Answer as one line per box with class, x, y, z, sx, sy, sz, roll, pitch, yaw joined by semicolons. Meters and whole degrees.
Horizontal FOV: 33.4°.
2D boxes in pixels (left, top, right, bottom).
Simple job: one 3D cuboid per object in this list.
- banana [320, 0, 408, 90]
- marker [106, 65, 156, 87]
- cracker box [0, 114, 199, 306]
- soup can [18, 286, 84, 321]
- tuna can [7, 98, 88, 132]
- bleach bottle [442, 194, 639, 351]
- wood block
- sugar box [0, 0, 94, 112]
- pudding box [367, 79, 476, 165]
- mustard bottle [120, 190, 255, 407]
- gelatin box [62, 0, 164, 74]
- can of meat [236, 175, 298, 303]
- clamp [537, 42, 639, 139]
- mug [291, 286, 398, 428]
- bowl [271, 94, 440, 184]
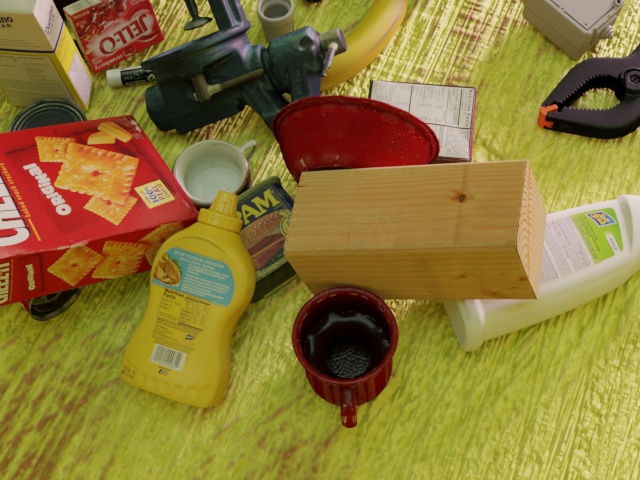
banana;0.046;-0.227;1.153;0.070;0.037;0.197;15;63;31
marker;-0.170;-0.184;1.156;0.121;0.020;0.020;-9;63;0
cracker box;-0.244;-0.035;1.001;0.213;0.072;0.164;-13;50;-31
soup can;-0.285;0.021;1.034;0.102;0.068;0.068;39;72;22
tuna can;-0.281;-0.104;1.116;0.086;0.034;0.086;-2;63;4
bleach bottle;0.237;0.020;0.994;0.250;0.068;0.102;-15;61;-6
wood block;0.084;-0.006;0.937;0.206;0.090;0.090;-1;58;24
sugar box;-0.300;-0.197;1.084;0.093;0.176;0.048;6;64;8
pudding box;0.100;-0.115;1.088;0.113;0.039;0.090;6;63;6
mustard bottle;-0.111;0.048;0.971;0.096;0.058;0.191;16;90;18
gelatin box;-0.221;-0.232;1.148;0.089;0.073;0.030;-29;40;-14
can of meat;-0.057;0.001;1.031;0.102;0.057;0.084;-34;68;-11
clamp;0.326;-0.149;1.085;0.210;0.036;0.165;-24;63;-5
mug;0.025;0.110;0.954;0.093;0.081;0.117;-6;63;2
bowl;0.029;-0.073;1.004;0.162;0.162;0.055;7;68;8
